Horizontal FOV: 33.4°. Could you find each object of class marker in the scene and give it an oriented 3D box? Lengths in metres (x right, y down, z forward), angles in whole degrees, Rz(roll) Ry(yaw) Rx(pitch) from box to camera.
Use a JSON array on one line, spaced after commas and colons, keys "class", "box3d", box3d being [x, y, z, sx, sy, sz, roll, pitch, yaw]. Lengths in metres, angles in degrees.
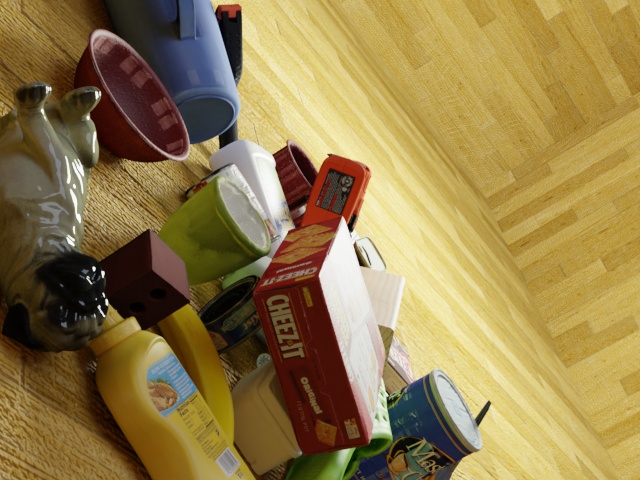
[{"class": "marker", "box3d": [-0.034, 0.146, 1.180, 0.121, 0.020, 0.020, 34, 28, -57]}]

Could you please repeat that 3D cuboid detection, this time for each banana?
[{"class": "banana", "box3d": [-0.116, 0.116, 0.951, 0.069, 0.037, 0.198, 0, 57, -52]}]

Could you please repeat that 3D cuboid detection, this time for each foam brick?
[{"class": "foam brick", "box3d": [-0.155, 0.040, 0.887, 0.053, 0.078, 0.051, 46, 18, -39]}]

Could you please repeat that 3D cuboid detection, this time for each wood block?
[{"class": "wood block", "box3d": [0.048, 0.106, 1.325, 0.206, 0.090, 0.091, -62, 164, -74]}]

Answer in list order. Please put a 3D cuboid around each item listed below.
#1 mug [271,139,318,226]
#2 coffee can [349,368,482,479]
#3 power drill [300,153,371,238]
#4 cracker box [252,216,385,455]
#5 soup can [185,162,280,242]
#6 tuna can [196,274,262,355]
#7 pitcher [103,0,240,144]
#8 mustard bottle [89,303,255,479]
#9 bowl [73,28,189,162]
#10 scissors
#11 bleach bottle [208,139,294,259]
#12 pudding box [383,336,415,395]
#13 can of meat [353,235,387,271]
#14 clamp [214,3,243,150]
[{"class": "mug", "box3d": [-0.047, -0.068, 1.445, 0.093, 0.081, 0.117, 35, 28, -57]}, {"class": "coffee can", "box3d": [0.097, 0.223, 1.212, 0.102, 0.140, 0.103, 52, 16, -22]}, {"class": "power drill", "box3d": [0.015, -0.027, 1.370, 0.057, 0.184, 0.187, 18, -4, 4]}, {"class": "cracker box", "box3d": [0.003, 0.084, 1.029, 0.213, 0.072, 0.164, -64, 138, -73]}, {"class": "soup can", "box3d": [-0.100, -0.029, 1.220, 0.102, 0.068, 0.068, 58, 15, 0]}, {"class": "tuna can", "box3d": [-0.084, 0.072, 1.035, 0.033, 0.086, 0.086, 53, 16, -14]}, {"class": "pitcher", "box3d": [-0.177, -0.245, 1.273, 0.149, 0.145, 0.243, 30, 34, -58]}, {"class": "mustard bottle", "box3d": [-0.124, 0.133, 0.835, 0.191, 0.058, 0.096, 58, 16, 0]}, {"class": "bowl", "box3d": [-0.207, -0.138, 1.115, 0.162, 0.055, 0.162, 52, 17, -23]}, {"class": "scissors", "box3d": [0.153, 0.278, 1.266, 0.016, 0.202, 0.096, 22, 47, -5]}, {"class": "bleach bottle", "box3d": [-0.059, 0.002, 1.311, 0.102, 0.068, 0.251, 32, 33, -64]}, {"class": "pudding box", "box3d": [0.091, 0.165, 1.510, 0.113, 0.039, 0.090, 46, 19, -38]}, {"class": "can of meat", "box3d": [0.038, 0.041, 1.498, 0.057, 0.084, 0.102, 59, 15, 3]}, {"class": "clamp", "box3d": [-0.129, -0.224, 1.386, 0.165, 0.036, 0.210, -115, -155, -43]}]
